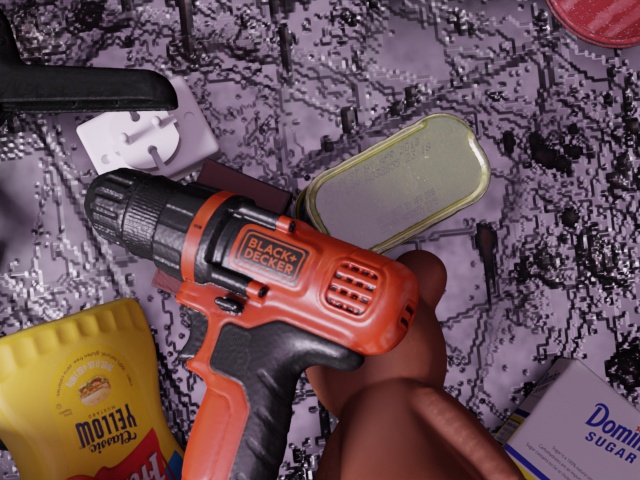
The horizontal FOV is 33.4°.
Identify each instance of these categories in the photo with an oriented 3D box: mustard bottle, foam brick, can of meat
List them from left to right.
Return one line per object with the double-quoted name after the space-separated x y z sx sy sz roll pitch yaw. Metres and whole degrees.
-0.115 0.134 0.575 0.096 0.058 0.191 -18 90 -38 "mustard bottle"
-0.054 0.001 0.593 0.051 0.053 0.078 24 87 -1 "foam brick"
0.038 -0.025 0.583 0.102 0.084 0.057 -29 89 -4 "can of meat"

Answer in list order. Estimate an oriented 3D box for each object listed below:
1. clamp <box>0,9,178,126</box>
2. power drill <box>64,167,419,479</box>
-0.174 -0.075 0.558 0.165 0.036 0.210 -43 65 10 "clamp"
-0.066 0.066 0.514 0.185 0.057 0.187 20 81 23 "power drill"
